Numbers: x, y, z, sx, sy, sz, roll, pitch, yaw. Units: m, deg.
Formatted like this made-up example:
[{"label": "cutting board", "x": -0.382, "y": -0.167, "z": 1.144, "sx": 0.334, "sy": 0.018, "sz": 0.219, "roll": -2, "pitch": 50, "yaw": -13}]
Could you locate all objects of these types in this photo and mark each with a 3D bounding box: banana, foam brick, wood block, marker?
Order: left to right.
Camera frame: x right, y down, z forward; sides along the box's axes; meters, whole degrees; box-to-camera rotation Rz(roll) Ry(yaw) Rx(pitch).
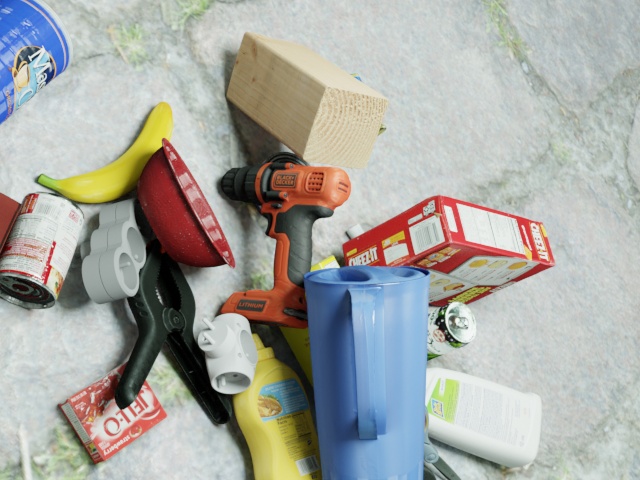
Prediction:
[{"label": "foam brick", "x": -0.342, "y": -0.009, "z": 1.061, "sx": 0.051, "sy": 0.053, "sz": 0.078, "roll": 30, "pitch": 55, "yaw": -23}, {"label": "banana", "x": -0.220, "y": -0.092, "z": 1.197, "sx": 0.197, "sy": 0.037, "sz": 0.069, "roll": -39, "pitch": 97, "yaw": -40}, {"label": "wood block", "x": -0.021, "y": -0.168, "z": 1.266, "sx": 0.090, "sy": 0.090, "sz": 0.206, "roll": 5, "pitch": 23, "yaw": -35}, {"label": "marker", "x": 0.073, "y": 0.034, "z": 1.371, "sx": 0.020, "sy": 0.020, "sz": 0.121, "roll": -34, "pitch": 93, "yaw": -41}]

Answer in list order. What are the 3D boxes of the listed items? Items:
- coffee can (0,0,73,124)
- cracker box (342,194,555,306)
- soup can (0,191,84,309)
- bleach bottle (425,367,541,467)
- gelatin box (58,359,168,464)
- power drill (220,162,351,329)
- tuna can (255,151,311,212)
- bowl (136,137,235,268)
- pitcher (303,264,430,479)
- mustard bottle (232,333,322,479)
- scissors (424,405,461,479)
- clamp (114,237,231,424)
[{"label": "coffee can", "x": -0.340, "y": -0.181, "z": 1.104, "sx": 0.102, "sy": 0.103, "sz": 0.140, "roll": 46, "pitch": 51, "yaw": -11}, {"label": "cracker box", "x": 0.160, "y": 0.017, "z": 1.326, "sx": 0.213, "sy": 0.164, "sz": 0.072, "roll": 11, "pitch": 60, "yaw": -43}, {"label": "soup can", "x": -0.286, "y": 0.009, "z": 1.084, "sx": 0.068, "sy": 0.069, "sz": 0.102, "roll": 28, "pitch": 56, "yaw": -24}, {"label": "bleach bottle", "x": 0.162, "y": 0.202, "z": 1.336, "sx": 0.250, "sy": 0.068, "sz": 0.102, "roll": 25, "pitch": 58, "yaw": -23}, {"label": "gelatin box", "x": -0.211, "y": 0.174, "z": 1.093, "sx": 0.089, "sy": 0.030, "sz": 0.073, "roll": -32, "pitch": 91, "yaw": -40}, {"label": "power drill", "x": -0.058, "y": 0.001, "z": 1.216, "sx": 0.057, "sy": 0.185, "sz": 0.187, "roll": 19, "pitch": 79, "yaw": -47}, {"label": "tuna can", "x": -0.044, "y": -0.064, "z": 1.317, "sx": 0.086, "sy": 0.034, "sz": 0.086, "roll": 15, "pitch": 62, "yaw": -31}, {"label": "bowl", "x": -0.154, "y": -0.029, "z": 1.161, "sx": 0.055, "sy": 0.162, "sz": 0.162, "roll": -28, "pitch": 88, "yaw": 1}, {"label": "pitcher", "x": 0.051, "y": 0.149, "z": 1.120, "sx": 0.148, "sy": 0.145, "sz": 0.243, "roll": -8, "pitch": 98, "yaw": -41}, {"label": "mustard bottle", "x": -0.050, "y": 0.196, "z": 1.183, "sx": 0.096, "sy": 0.058, "sz": 0.191, "roll": -7, "pitch": 75, "yaw": -49}, {"label": "scissors", "x": 0.112, "y": 0.261, "z": 1.294, "sx": 0.016, "sy": 0.096, "sz": 0.201, "roll": -104, "pitch": 171, "yaw": -61}, {"label": "clamp", "x": -0.170, "y": 0.094, "z": 1.132, "sx": 0.164, "sy": 0.036, "sz": 0.210, "roll": 13, "pitch": 57, "yaw": -56}]
